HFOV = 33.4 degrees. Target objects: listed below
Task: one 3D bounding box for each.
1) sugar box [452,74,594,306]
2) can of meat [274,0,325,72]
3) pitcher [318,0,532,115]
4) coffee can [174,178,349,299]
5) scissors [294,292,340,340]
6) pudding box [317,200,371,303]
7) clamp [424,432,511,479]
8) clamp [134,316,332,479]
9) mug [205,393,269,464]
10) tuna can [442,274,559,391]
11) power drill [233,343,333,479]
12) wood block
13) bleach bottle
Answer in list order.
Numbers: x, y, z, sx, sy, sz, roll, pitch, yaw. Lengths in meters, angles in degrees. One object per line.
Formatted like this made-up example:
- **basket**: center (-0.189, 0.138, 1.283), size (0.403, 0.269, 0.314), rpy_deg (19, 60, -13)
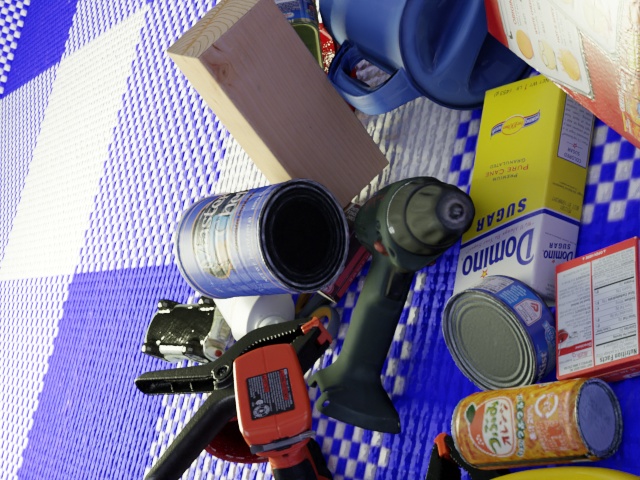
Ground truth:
- **sugar box**: center (0.157, -0.037, 0.823), size (0.094, 0.048, 0.176), rpy_deg (-11, 63, 58)
- **can of meat**: center (-0.028, -0.214, 1.083), size (0.102, 0.057, 0.084), rpy_deg (79, -178, -54)
- **pitcher**: center (0.078, -0.199, 0.968), size (0.243, 0.149, 0.145), rpy_deg (-138, 50, -63)
- **coffee can**: center (-0.057, 0.001, 0.992), size (0.141, 0.102, 0.103), rpy_deg (-7, 67, 51)
- **scissors**: center (-0.033, 0.111, 1.089), size (0.202, 0.016, 0.096), rpy_deg (-55, 29, 25)
- **pudding box**: center (0.006, 0.003, 1.045), size (0.090, 0.039, 0.114), rpy_deg (-54, 28, -5)
- **clamp**: center (0.105, 0.217, 0.760), size (0.120, 0.039, 0.171), rpy_deg (-40, 34, 12)
- **clamp**: center (-0.088, 0.130, 0.997), size (0.210, 0.036, 0.165), rpy_deg (-35, 32, 0)
- **mug**: center (-0.070, 0.170, 1.061), size (0.117, 0.093, 0.081), rpy_deg (86, -176, -51)
- **tuna can**: center (0.131, 0.069, 0.772), size (0.086, 0.033, 0.086), rpy_deg (31, 135, 38)
- **power drill**: center (-0.021, 0.180, 0.892), size (0.184, 0.057, 0.187), rpy_deg (-110, 3, -58)
- **wood block**: center (-0.039, -0.125, 1.010), size (0.090, 0.206, 0.090), rpy_deg (-45, 28, -11)
- **bleach bottle**: center (-0.075, 0.038, 1.139), size (0.103, 0.068, 0.251), rpy_deg (-68, 25, 15)
